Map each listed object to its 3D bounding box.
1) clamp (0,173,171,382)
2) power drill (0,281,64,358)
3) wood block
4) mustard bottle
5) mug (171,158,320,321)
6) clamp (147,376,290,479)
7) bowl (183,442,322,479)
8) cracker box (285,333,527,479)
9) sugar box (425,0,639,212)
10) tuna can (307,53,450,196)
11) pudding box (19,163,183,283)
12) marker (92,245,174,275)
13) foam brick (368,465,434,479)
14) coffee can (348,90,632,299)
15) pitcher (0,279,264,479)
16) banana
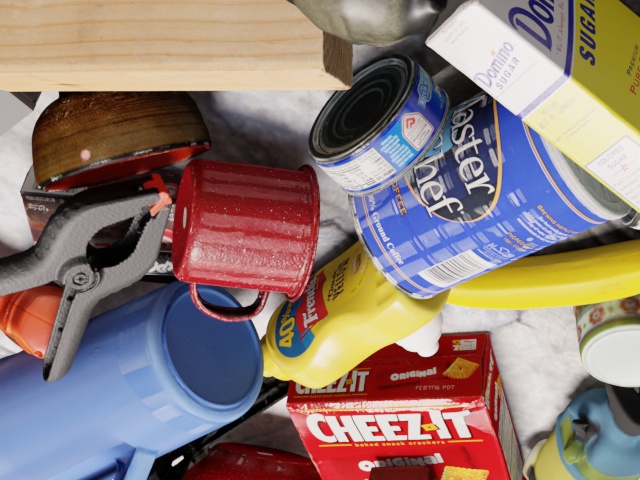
[{"bbox_3d":[-0.164,0.025,0.725,0.171,0.039,0.120,-32,137,3],"label":"clamp"},{"bbox_3d":[-0.274,0.018,0.772,0.187,0.057,0.185,33,171,-25],"label":"power drill"},{"bbox_3d":[-0.090,-0.128,0.572,0.206,0.090,0.090,1,-178,11],"label":"wood block"},{"bbox_3d":[0.013,0.054,0.772,0.058,0.096,0.192,31,135,-22],"label":"mustard bottle"},{"bbox_3d":[-0.055,0.001,0.711,0.081,0.093,0.117,7,116,-16],"label":"mug"},{"bbox_3d":[-0.122,0.183,0.927,0.036,0.164,0.210,55,138,-2],"label":"clamp"},{"bbox_3d":[-0.055,0.220,0.971,0.162,0.055,0.162,10,175,1],"label":"bowl"},{"bbox_3d":[0.080,0.175,0.910,0.164,0.072,0.213,-6,135,17],"label":"cracker box"},{"bbox_3d":[0.146,-0.087,0.564,0.176,0.093,0.048,37,137,-12],"label":"sugar box"},{"bbox_3d":[0.033,-0.070,0.638,0.086,0.086,0.033,-27,125,35],"label":"tuna can"},{"bbox_3d":[-0.153,-0.012,0.777,0.113,0.039,0.090,6,138,4],"label":"pudding box"},{"bbox_3d":[-0.106,0.016,0.759,0.121,0.020,0.020,3,138,-1],"label":"marker"},{"bbox_3d":[0.071,0.227,0.876,0.051,0.053,0.078,-5,136,18],"label":"foam brick"},{"bbox_3d":[0.102,-0.036,0.648,0.141,0.102,0.102,-27,126,35],"label":"coffee can"},{"bbox_3d":[-0.159,0.127,0.820,0.243,0.144,0.149,-27,96,38],"label":"pitcher"},{"bbox_3d":[0.166,0.022,0.741,0.198,0.037,0.069,-12,149,31],"label":"banana"}]
